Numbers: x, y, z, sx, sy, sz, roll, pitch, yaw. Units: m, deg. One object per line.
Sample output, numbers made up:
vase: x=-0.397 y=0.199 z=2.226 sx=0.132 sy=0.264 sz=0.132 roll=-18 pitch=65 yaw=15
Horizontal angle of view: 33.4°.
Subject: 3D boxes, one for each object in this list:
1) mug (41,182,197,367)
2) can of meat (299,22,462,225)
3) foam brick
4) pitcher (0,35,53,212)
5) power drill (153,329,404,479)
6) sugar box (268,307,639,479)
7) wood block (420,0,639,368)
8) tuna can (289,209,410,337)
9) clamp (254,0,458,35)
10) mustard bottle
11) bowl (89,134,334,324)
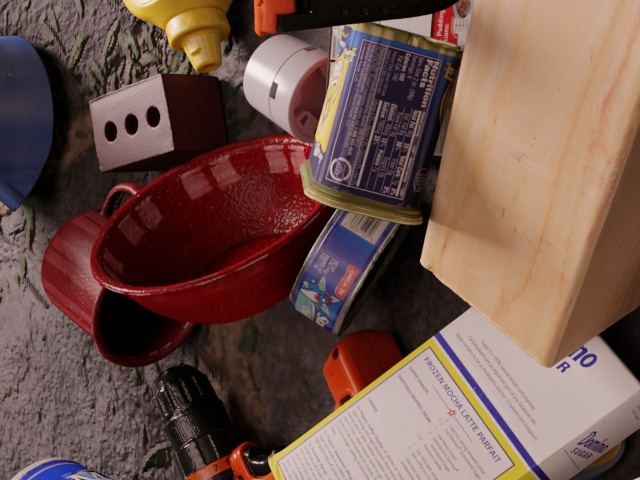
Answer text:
mug: x=-0.135 y=0.017 z=0.728 sx=0.082 sy=0.093 sz=0.117 roll=29 pitch=117 yaw=40
can of meat: x=0.028 y=-0.062 z=0.520 sx=0.057 sy=0.102 sz=0.084 roll=14 pitch=102 yaw=-6
foam brick: x=-0.110 y=-0.078 z=0.725 sx=0.078 sy=0.051 sz=0.053 roll=-12 pitch=85 yaw=39
pitcher: x=-0.336 y=-0.102 z=0.789 sx=0.149 sy=0.242 sz=0.145 roll=24 pitch=110 yaw=43
power drill: x=-0.017 y=0.130 z=0.660 sx=0.188 sy=0.057 sz=0.184 roll=-40 pitch=72 yaw=37
sugar box: x=0.067 y=0.100 z=0.535 sx=0.176 sy=0.048 sz=0.093 roll=-35 pitch=52 yaw=3
wood block: x=0.118 y=-0.057 z=0.459 sx=0.090 sy=0.090 sz=0.206 roll=41 pitch=144 yaw=31
tuna can: x=0.018 y=0.009 z=0.598 sx=0.034 sy=0.086 sz=0.086 roll=32 pitch=114 yaw=8
clamp: x=0.040 y=-0.142 z=0.512 sx=0.165 sy=0.209 sz=0.036 roll=31 pitch=134 yaw=42
mustard bottle: x=-0.099 y=-0.201 z=0.704 sx=0.096 sy=0.058 sz=0.191 roll=-24 pitch=78 yaw=33
bowl: x=-0.054 y=0.001 z=0.644 sx=0.162 sy=0.161 sz=0.055 roll=4 pitch=130 yaw=40
